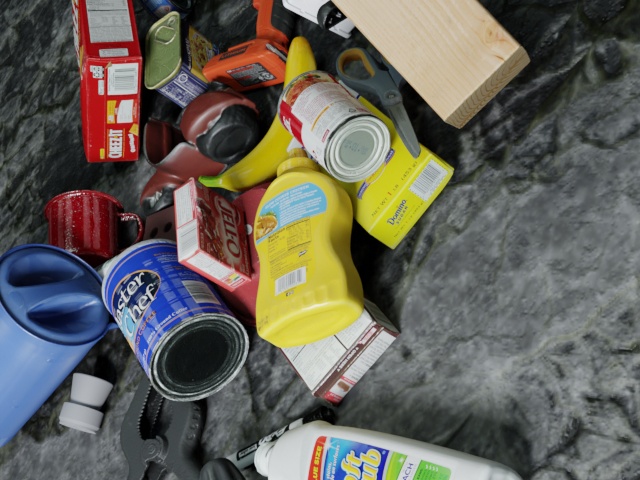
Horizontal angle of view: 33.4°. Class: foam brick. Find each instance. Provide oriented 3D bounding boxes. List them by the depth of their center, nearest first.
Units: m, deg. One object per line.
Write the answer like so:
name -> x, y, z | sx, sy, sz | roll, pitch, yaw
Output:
foam brick -> -0.146, -0.005, 1.146 | 0.078, 0.051, 0.053 | -21, 53, 34

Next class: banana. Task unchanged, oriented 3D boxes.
banana -> -0.046, -0.122, 1.113 | 0.197, 0.069, 0.037 | -58, 11, -16

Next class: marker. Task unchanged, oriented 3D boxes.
marker -> -0.036, 0.179, 0.957 | 0.121, 0.020, 0.020 | -32, 48, 25

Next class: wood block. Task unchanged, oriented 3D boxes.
wood block -> 0.080, -0.207, 0.948 | 0.091, 0.090, 0.206 | -44, 79, 13

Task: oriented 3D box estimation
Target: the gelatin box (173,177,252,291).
gelatin box -> -0.101, -0.006, 1.004 | 0.030, 0.073, 0.089 | -30, 48, 25

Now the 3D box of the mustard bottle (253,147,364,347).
mustard bottle -> -0.015, -0.005, 0.957 | 0.096, 0.058, 0.191 | -26, 51, 28

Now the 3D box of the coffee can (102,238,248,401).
coffee can -> -0.146, 0.077, 1.059 | 0.103, 0.102, 0.140 | -51, 42, 7

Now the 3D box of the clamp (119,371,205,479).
clamp -> -0.144, 0.209, 1.027 | 0.165, 0.036, 0.210 | -17, 51, 24

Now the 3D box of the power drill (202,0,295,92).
power drill -> -0.077, -0.264, 1.230 | 0.185, 0.057, 0.187 | -8, 62, 40

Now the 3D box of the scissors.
scissors -> 0.081, -0.143, 1.005 | 0.096, 0.016, 0.202 | -28, 40, -10

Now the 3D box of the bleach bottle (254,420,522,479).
bleach bottle -> 0.036, 0.202, 0.845 | 0.251, 0.068, 0.102 | 2, 68, 46

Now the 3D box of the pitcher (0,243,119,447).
pitcher -> -0.345, 0.122, 1.158 | 0.149, 0.144, 0.243 | 44, 123, 4

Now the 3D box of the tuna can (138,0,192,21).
tuna can -> -0.203, -0.315, 1.358 | 0.034, 0.086, 0.086 | -35, 47, 21

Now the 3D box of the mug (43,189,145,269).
mug -> -0.261, -0.001, 1.236 | 0.117, 0.093, 0.081 | -8, 60, -2

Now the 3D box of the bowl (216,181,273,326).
bowl -> -0.057, 0.001, 1.056 | 0.162, 0.055, 0.162 | -22, 53, 32

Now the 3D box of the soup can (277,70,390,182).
soup can -> 0.012, -0.105, 0.976 | 0.068, 0.068, 0.102 | -50, 41, 8

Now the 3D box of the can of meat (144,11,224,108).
can of meat -> -0.156, -0.203, 1.248 | 0.058, 0.083, 0.102 | -29, 50, 29

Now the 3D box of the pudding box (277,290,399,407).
pudding box -> 0.006, 0.079, 0.963 | 0.090, 0.039, 0.114 | -50, 41, 9

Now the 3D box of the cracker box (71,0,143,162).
cracker box -> -0.265, -0.228, 1.313 | 0.164, 0.072, 0.214 | 102, 158, -47

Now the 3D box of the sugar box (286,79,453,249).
sugar box -> 0.042, -0.077, 1.016 | 0.093, 0.048, 0.176 | -51, 43, 7
